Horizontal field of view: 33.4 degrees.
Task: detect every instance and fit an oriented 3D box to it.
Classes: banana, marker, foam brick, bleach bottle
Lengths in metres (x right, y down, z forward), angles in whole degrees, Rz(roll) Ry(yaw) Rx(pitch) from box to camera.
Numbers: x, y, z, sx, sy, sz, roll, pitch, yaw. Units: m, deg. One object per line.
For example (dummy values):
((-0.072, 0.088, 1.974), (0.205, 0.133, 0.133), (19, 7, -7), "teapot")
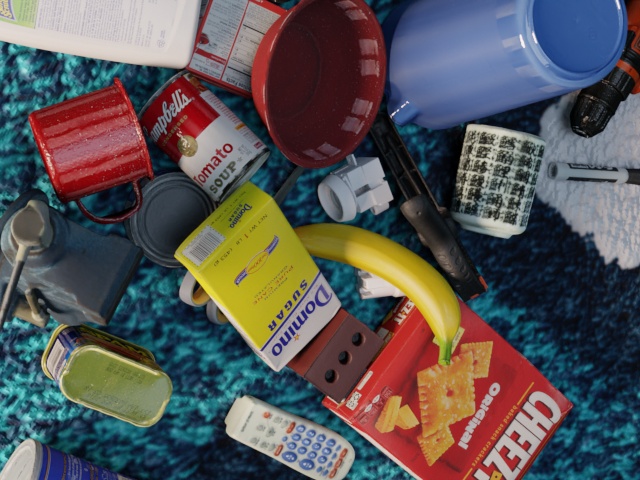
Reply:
((0.063, 0.032, 1.012), (0.198, 0.037, 0.069), (37, 61, 12), "banana")
((0.300, -0.071, 1.146), (0.121, 0.020, 0.020), (2, 97, -23), "marker")
((0.014, 0.108, 1.037), (0.053, 0.051, 0.078), (39, 82, -23), "foam brick")
((-0.227, -0.210, 0.884), (0.250, 0.068, 0.102), (8, 94, -21), "bleach bottle")

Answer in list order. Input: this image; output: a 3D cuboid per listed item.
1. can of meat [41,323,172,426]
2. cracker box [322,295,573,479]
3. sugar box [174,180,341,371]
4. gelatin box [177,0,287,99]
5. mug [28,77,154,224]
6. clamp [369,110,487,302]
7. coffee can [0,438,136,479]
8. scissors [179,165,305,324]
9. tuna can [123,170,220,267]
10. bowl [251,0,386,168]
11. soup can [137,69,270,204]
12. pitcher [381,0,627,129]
((-0.187, 0.118, 0.938), (0.102, 0.084, 0.057), (26, 88, -24), "can of meat")
((0.134, 0.166, 1.085), (0.213, 0.072, 0.164), (42, 81, -23), "cracker box")
((-0.051, 0.037, 0.964), (0.093, 0.048, 0.176), (-45, 137, -10), "sugar box")
((-0.080, -0.182, 0.966), (0.073, 0.030, 0.089), (20, 90, -25), "gelatin box")
((-0.191, -0.070, 0.904), (0.081, 0.093, 0.117), (-20, 98, -14), "mug")
((0.107, -0.022, 1.035), (0.036, 0.164, 0.209), (-28, 133, 10), "clamp")
((-0.211, 0.246, 0.937), (0.140, 0.103, 0.103), (28, 87, -24), "coffee can")
((-0.057, 0.001, 1.006), (0.201, 0.016, 0.096), (-45, 142, -29), "scissors")
((-0.134, -0.020, 0.966), (0.086, 0.034, 0.086), (-3, 99, -22), "tuna can")
((-0.011, -0.149, 0.967), (0.161, 0.055, 0.162), (-20, 119, -42), "bowl")
((-0.102, -0.089, 0.932), (0.102, 0.068, 0.068), (44, 80, 1), "soup can")
((0.162, -0.183, 0.951), (0.144, 0.243, 0.149), (-3, 92, -22), "pitcher")
